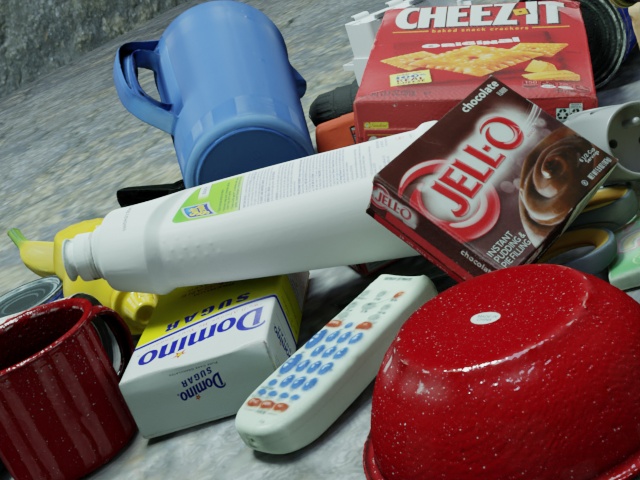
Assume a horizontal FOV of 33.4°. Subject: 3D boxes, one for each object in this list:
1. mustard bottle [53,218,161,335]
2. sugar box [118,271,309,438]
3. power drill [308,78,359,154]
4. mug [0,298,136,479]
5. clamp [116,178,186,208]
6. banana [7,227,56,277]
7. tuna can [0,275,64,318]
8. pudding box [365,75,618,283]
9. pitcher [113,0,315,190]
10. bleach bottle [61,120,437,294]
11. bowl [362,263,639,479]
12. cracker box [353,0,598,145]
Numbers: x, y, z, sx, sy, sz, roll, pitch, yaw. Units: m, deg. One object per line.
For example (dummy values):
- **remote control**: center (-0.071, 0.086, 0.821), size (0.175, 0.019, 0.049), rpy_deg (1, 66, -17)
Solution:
- **mustard bottle**: center (-0.148, 0.029, 0.812), size (0.096, 0.058, 0.192), rpy_deg (2, 12, -19)
- **sugar box**: center (-0.061, 0.052, 0.681), size (0.093, 0.048, 0.176), rpy_deg (-18, 18, 10)
- **power drill**: center (0.055, -0.120, 0.999), size (0.185, 0.057, 0.187), rpy_deg (-15, 20, 22)
- **mug**: center (-0.155, 0.086, 0.640), size (0.093, 0.081, 0.117), rpy_deg (-8, 24, 37)
- **clamp**: center (-0.131, -0.041, 1.031), size (0.210, 0.036, 0.164), rpy_deg (-18, 20, 8)
- **banana**: center (-0.182, -0.001, 0.944), size (0.198, 0.069, 0.037), rpy_deg (-11, -17, 1)
- **tuna can**: center (-0.242, 0.063, 0.880), size (0.086, 0.034, 0.086), rpy_deg (-21, 19, 7)
- **pudding box**: center (0.094, -0.029, 0.587), size (0.090, 0.039, 0.113), rpy_deg (38, 56, 17)
- **pitcher**: center (-0.086, -0.112, 0.942), size (0.149, 0.145, 0.243), rpy_deg (-28, 32, 6)
- **bleach bottle**: center (-0.038, -0.013, 0.677), size (0.251, 0.068, 0.102), rpy_deg (-10, 21, 5)
- **bowl**: center (0.086, 0.056, 0.485), size (0.162, 0.055, 0.162), rpy_deg (-21, 19, 7)
- **cracker box**: center (0.119, -0.118, 0.803), size (0.164, 0.072, 0.213), rpy_deg (0, 30, 10)
